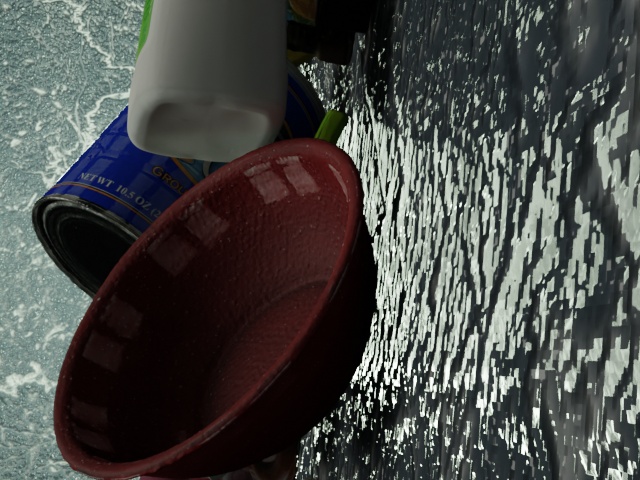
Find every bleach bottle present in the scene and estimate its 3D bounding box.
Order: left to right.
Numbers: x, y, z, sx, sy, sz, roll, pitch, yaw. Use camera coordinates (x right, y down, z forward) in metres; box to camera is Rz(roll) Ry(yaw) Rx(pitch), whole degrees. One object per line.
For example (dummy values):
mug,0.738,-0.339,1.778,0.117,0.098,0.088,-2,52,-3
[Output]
bleach bottle,-0.044,-0.170,0.492,0.103,0.068,0.251,140,135,-74

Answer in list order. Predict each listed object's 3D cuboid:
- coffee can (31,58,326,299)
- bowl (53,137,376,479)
coffee can,-0.074,-0.034,0.586,0.140,0.103,0.103,-55,-10,-30
bowl,-0.032,0.036,0.432,0.162,0.055,0.162,-31,34,24
